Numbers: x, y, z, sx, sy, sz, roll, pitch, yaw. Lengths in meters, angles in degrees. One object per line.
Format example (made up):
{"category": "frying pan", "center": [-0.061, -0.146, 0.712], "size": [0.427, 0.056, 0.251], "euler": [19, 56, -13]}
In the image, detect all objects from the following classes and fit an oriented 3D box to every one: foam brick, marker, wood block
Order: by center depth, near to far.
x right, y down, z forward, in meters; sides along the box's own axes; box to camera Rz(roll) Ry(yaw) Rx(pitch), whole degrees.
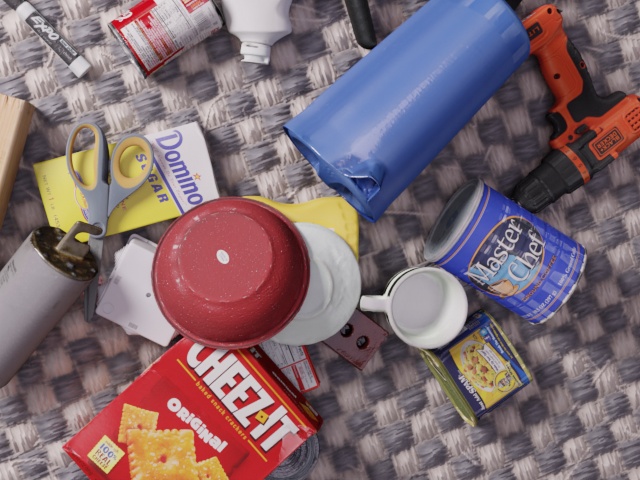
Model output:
{"category": "wood block", "center": [-0.361, -0.051, 1.068], "size": [0.090, 0.090, 0.206], "euler": [16, 91, -10]}
{"category": "marker", "center": [-0.286, -0.218, 1.102], "size": [0.020, 0.020, 0.121], "euler": [-45, 98, -3]}
{"category": "foam brick", "center": [0.024, 0.094, 1.148], "size": [0.078, 0.051, 0.053], "euler": [37, 88, -8]}

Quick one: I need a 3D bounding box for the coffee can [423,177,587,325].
{"category": "coffee can", "center": [0.196, 0.012, 1.140], "size": [0.140, 0.103, 0.103], "euler": [31, 89, -9]}

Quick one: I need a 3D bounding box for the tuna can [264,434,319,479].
{"category": "tuna can", "center": [-0.044, 0.223, 1.156], "size": [0.086, 0.034, 0.086], "euler": [0, 94, -8]}

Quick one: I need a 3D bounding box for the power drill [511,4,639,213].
{"category": "power drill", "center": [0.246, -0.145, 1.162], "size": [0.184, 0.057, 0.187], "euler": [-38, 100, -4]}

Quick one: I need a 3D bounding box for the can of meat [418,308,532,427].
{"category": "can of meat", "center": [0.171, 0.137, 1.169], "size": [0.084, 0.057, 0.102], "euler": [-34, 98, -7]}

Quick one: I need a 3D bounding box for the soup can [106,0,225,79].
{"category": "soup can", "center": [-0.158, -0.221, 1.095], "size": [0.102, 0.068, 0.068], "euler": [-35, 98, -5]}

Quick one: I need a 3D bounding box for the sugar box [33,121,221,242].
{"category": "sugar box", "center": [-0.199, -0.058, 1.111], "size": [0.176, 0.048, 0.093], "euler": [-16, 96, -5]}

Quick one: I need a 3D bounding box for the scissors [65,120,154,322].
{"category": "scissors", "center": [-0.207, -0.023, 1.082], "size": [0.096, 0.016, 0.202], "euler": [-9, 98, -9]}

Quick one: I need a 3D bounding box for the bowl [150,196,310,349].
{"category": "bowl", "center": [-0.091, 0.024, 1.052], "size": [0.162, 0.055, 0.162], "euler": [-1, 72, 2]}

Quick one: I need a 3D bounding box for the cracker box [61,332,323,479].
{"category": "cracker box", "center": [-0.131, 0.199, 1.101], "size": [0.214, 0.072, 0.164], "euler": [-42, 88, 5]}

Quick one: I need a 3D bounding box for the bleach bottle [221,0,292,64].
{"category": "bleach bottle", "center": [-0.045, -0.309, 1.108], "size": [0.102, 0.068, 0.251], "euler": [6, 95, -6]}

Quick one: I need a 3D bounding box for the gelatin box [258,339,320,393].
{"category": "gelatin box", "center": [-0.053, 0.138, 1.152], "size": [0.089, 0.030, 0.073], "euler": [-22, 95, -5]}

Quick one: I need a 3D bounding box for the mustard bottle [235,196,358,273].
{"category": "mustard bottle", "center": [-0.057, 0.001, 1.128], "size": [0.191, 0.058, 0.096], "euler": [0, 96, -8]}

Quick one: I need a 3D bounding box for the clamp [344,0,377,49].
{"category": "clamp", "center": [0.032, -0.280, 1.107], "size": [0.171, 0.039, 0.120], "euler": [25, 89, -34]}

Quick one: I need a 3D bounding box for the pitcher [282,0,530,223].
{"category": "pitcher", "center": [0.086, -0.147, 1.073], "size": [0.243, 0.145, 0.149], "euler": [-44, 71, -3]}
